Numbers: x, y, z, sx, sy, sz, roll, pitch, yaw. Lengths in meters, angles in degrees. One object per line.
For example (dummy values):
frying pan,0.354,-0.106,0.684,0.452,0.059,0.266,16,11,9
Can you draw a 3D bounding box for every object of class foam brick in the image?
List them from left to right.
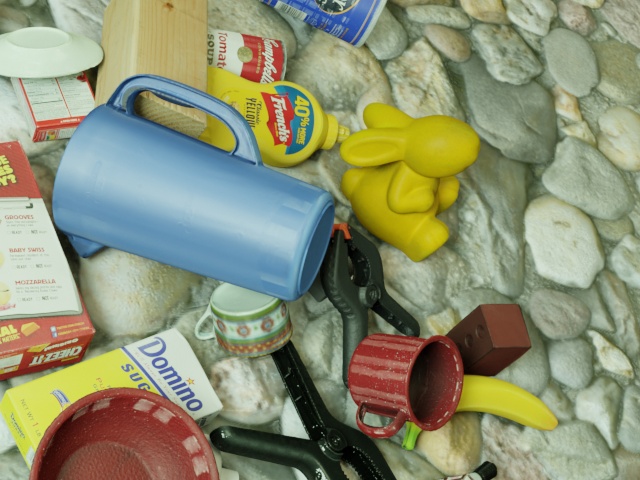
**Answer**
foam brick,0.180,0.108,1.146,0.051,0.078,0.053,4,57,-27

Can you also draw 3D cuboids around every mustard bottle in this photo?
mustard bottle,-0.056,-0.133,1.200,0.191,0.058,0.096,7,79,-24

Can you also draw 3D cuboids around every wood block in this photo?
wood block,-0.179,-0.186,1.136,0.090,0.090,0.206,22,44,-29

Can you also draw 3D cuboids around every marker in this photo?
marker,0.135,0.252,1.061,0.120,0.020,0.020,-24,71,-37

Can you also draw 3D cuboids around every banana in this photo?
banana,0.162,0.175,1.121,0.197,0.037,0.069,-2,81,-26

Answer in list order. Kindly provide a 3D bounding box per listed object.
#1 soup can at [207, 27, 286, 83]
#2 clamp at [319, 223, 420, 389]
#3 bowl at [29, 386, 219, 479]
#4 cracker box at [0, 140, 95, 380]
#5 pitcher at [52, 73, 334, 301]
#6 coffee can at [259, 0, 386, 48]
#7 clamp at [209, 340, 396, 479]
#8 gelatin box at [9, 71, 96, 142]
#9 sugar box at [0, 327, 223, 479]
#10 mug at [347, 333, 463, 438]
soup can,-0.098,-0.206,1.229,0.102,0.069,0.068,6,55,-23
clamp,0.049,0.057,1.099,0.120,0.039,0.171,-29,111,-48
bowl,-0.165,0.204,0.869,0.161,0.055,0.162,13,65,-29
cracker box,-0.318,0.023,0.955,0.163,0.072,0.214,-12,63,-33
pitcher,-0.112,-0.041,0.993,0.243,0.149,0.145,19,54,11
coffee can,0.007,-0.317,1.338,0.140,0.103,0.102,23,50,-11
clamp,0.003,0.189,1.016,0.210,0.036,0.164,38,36,-11
gelatin box,-0.278,-0.149,1.122,0.073,0.030,0.089,-11,63,-31
sugar box,-0.184,0.149,0.952,0.175,0.048,0.093,-21,71,-35
mug,0.076,0.144,1.045,0.117,0.082,0.093,-57,130,-28
